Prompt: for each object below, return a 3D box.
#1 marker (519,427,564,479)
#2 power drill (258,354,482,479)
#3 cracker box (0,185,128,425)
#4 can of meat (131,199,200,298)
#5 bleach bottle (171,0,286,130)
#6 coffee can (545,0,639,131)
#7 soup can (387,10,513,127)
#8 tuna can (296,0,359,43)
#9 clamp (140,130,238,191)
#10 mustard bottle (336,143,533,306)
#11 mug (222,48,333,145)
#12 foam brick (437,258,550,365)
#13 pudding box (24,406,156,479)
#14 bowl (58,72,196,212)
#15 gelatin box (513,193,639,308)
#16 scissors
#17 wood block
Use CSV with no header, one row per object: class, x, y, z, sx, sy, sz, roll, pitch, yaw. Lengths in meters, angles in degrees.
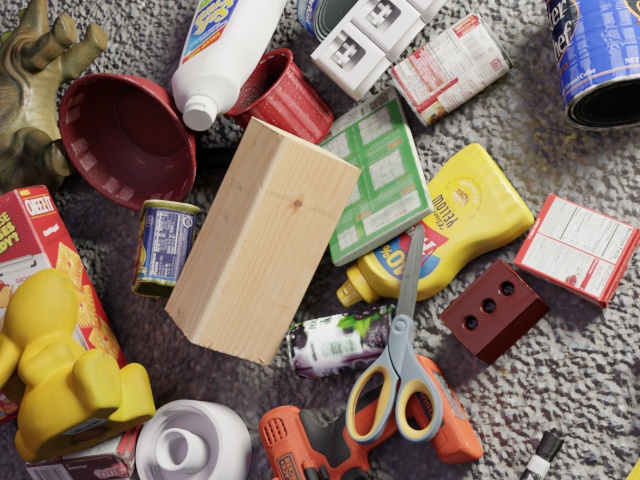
marker,0.174,0.214,0.911,0.020,0.020,0.121,28,87,30
power drill,0.046,0.202,0.953,0.188,0.057,0.184,-31,63,13
cracker box,-0.322,0.072,1.118,0.164,0.072,0.214,-24,91,16
can of meat,-0.160,0.012,1.091,0.057,0.102,0.084,8,78,-12
bleach bottle,-0.090,-0.207,1.086,0.103,0.068,0.250,-19,40,29
coffee can,0.258,-0.183,0.951,0.103,0.102,0.140,-13,69,21
soup can,0.125,-0.165,1.029,0.102,0.068,0.068,-34,62,11
tuna can,0.017,-0.246,1.096,0.086,0.086,0.034,-48,59,4
clamp,-0.135,-0.092,1.146,0.172,0.039,0.120,-40,57,16
mustard bottle,0.096,0.001,0.995,0.192,0.058,0.096,-37,60,11
mug,-0.042,-0.138,1.084,0.093,0.081,0.117,-35,30,16
foam brick,0.155,0.064,0.949,0.078,0.051,0.053,-45,61,6
pudding box,-0.230,0.199,1.074,0.114,0.039,0.090,-11,34,20
bowl,-0.187,-0.110,1.097,0.162,0.162,0.055,4,36,26
gelatin box,0.228,0.009,0.946,0.089,0.030,0.073,26,84,29
scissors,0.085,0.089,0.929,0.096,0.016,0.202,21,83,32
wood block,-0.056,0.002,1.012,0.206,0.090,0.090,-65,31,7
